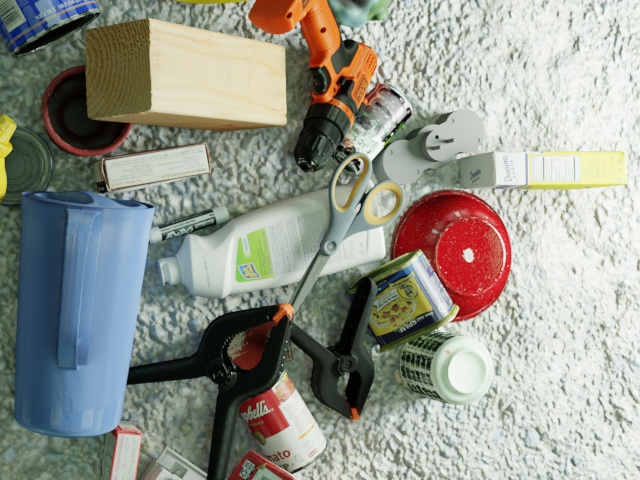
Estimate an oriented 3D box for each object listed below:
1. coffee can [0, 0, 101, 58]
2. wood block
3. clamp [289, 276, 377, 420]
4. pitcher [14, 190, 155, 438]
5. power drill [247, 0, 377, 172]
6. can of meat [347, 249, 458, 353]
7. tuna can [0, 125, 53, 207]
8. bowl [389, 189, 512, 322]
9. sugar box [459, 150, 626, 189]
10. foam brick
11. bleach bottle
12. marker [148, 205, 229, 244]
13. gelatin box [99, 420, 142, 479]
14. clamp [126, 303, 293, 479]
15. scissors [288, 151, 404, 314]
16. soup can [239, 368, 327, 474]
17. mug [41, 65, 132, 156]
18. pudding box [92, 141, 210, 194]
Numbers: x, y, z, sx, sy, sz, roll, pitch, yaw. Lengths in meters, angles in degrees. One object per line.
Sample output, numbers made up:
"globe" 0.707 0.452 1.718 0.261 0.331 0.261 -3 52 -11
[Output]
"coffee can" -0.303 -0.273 1.091 0.102 0.103 0.140 -30 99 -16
"wood block" -0.134 -0.165 1.097 0.205 0.091 0.090 -2 90 -54
"clamp" 0.012 0.131 1.191 0.120 0.039 0.171 -13 114 -21
"pitcher" -0.246 0.073 1.078 0.149 0.145 0.243 -2 100 -54
"power drill" -0.010 -0.192 1.146 0.187 0.057 0.184 61 41 -43
"can of meat" 0.092 0.068 1.221 0.102 0.057 0.084 -28 97 26
"tuna can" -0.324 -0.078 1.119 0.086 0.034 0.086 0 90 -18
"bowl" 0.166 0.018 1.264 0.162 0.055 0.162 0 89 -17
"sugar box" 0.265 -0.083 1.276 0.176 0.093 0.048 -4 91 -17
"foam brick" -0.076 0.114 1.187 0.078 0.053 0.051 -12 93 -18
"bleach bottle" -0.058 0.001 1.189 0.250 0.068 0.102 -12 96 -15
"marker" -0.160 -0.013 1.179 0.121 0.020 0.020 -18 95 -17
"gelatin box" -0.213 0.241 1.132 0.030 0.073 0.089 8 87 -17
"clamp" -0.114 0.137 1.136 0.164 0.036 0.210 39 100 6
"scissors" 0.029 0.004 1.172 0.096 0.016 0.202 15 93 -17
"soup can" -0.045 0.201 1.189 0.068 0.069 0.102 -32 99 -15
"mug" -0.237 -0.138 1.122 0.117 0.082 0.093 -33 99 -15
"pudding box" -0.180 -0.078 1.136 0.113 0.090 0.039 -13 94 -17
